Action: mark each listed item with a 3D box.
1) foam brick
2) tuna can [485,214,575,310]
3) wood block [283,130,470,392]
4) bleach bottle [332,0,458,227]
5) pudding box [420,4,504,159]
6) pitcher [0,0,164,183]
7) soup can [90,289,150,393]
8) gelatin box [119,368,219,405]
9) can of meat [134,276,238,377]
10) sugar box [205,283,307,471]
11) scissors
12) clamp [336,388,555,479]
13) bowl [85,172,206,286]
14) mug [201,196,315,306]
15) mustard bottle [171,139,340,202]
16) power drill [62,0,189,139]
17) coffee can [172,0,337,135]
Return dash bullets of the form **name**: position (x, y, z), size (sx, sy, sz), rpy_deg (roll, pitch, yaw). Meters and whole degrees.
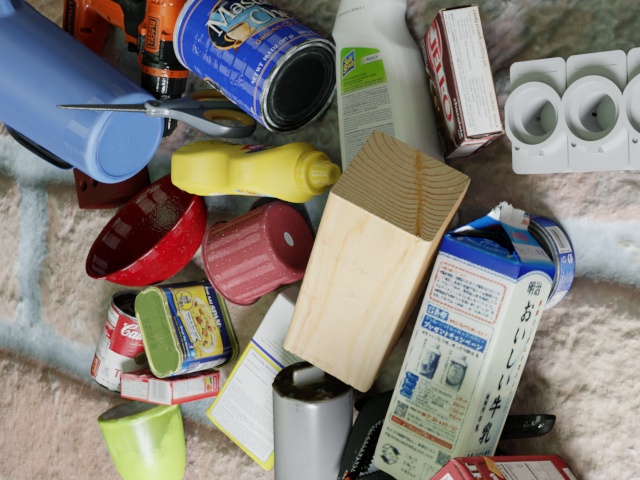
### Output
- **foam brick**: position (-0.244, -0.070, 1.247), size (0.078, 0.051, 0.053), rpy_deg (-17, 82, 41)
- **tuna can**: position (0.171, 0.020, 0.904), size (0.086, 0.033, 0.086), rpy_deg (4, 96, 41)
- **wood block**: position (0.043, 0.023, 0.904), size (0.090, 0.090, 0.206), rpy_deg (28, 138, 10)
- **bleach bottle**: position (0.062, -0.132, 0.971), size (0.103, 0.067, 0.251), rpy_deg (-8, 86, 41)
- **pudding box**: position (0.119, -0.133, 0.905), size (0.090, 0.039, 0.113), rpy_deg (122, 135, -83)
- **pitcher**: position (-0.288, -0.154, 1.177), size (0.243, 0.149, 0.145), rpy_deg (34, 91, 28)
- **soup can**: position (-0.221, 0.117, 1.231), size (0.069, 0.068, 0.102), rpy_deg (36, 116, 33)
- **gelatin box**: position (-0.168, 0.159, 1.185), size (0.089, 0.073, 0.030), rpy_deg (1, 93, 42)
- **can of meat**: position (-0.146, 0.094, 1.154), size (0.058, 0.083, 0.102), rpy_deg (-27, 76, 39)
- **sugar box**: position (-0.038, 0.139, 1.079), size (0.093, 0.048, 0.176), rpy_deg (40, 116, 13)
- **scissors**: position (-0.150, -0.123, 1.064), size (0.096, 0.201, 0.016), rpy_deg (45, 134, 40)
- **clamp**: position (0.088, 0.150, 0.954), size (0.210, 0.036, 0.165), rpy_deg (-40, 57, 21)
- **bowl**: position (-0.177, -0.003, 1.160), size (0.162, 0.162, 0.055), rpy_deg (-15, 127, 41)
- **mug**: position (-0.057, 0.001, 1.076), size (0.082, 0.093, 0.117), rpy_deg (-23, 42, 35)
- **mustard bottle**: position (-0.054, -0.068, 1.044), size (0.192, 0.096, 0.058), rpy_deg (7, 97, 45)
- **power drill**: position (-0.217, -0.223, 1.211), size (0.188, 0.057, 0.184), rpy_deg (23, 111, 36)
- **coffee can**: position (-0.063, -0.181, 1.047), size (0.140, 0.102, 0.103), rpy_deg (39, 117, 32)
